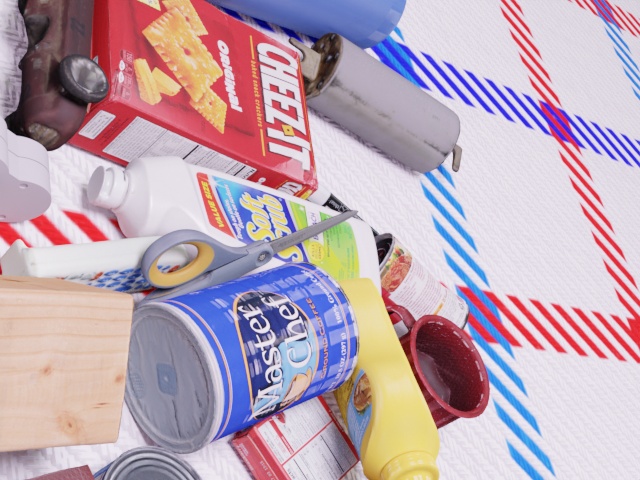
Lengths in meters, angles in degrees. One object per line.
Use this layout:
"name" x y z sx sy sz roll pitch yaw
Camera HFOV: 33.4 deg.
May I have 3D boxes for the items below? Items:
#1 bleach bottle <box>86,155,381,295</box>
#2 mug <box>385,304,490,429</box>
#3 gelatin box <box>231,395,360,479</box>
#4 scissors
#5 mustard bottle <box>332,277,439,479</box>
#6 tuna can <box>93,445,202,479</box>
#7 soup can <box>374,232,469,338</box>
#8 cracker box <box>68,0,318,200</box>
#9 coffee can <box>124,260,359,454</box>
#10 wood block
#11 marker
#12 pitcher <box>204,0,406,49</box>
"bleach bottle" -0.067 -0.001 0.851 0.250 0.068 0.102 19 52 -34
"mug" 0.075 0.111 0.898 0.093 0.082 0.117 -19 77 -53
"gelatin box" -0.017 0.158 0.802 0.073 0.030 0.089 56 35 2
"scissors" -0.055 0.001 0.786 0.201 0.096 0.016 -34 52 -19
"mustard bottle" 0.045 0.122 0.798 0.058 0.096 0.192 -5 40 -16
"tuna can" -0.111 0.177 0.679 0.086 0.034 0.086 28 43 -30
"soup can" 0.076 0.050 0.961 0.102 0.069 0.068 41 38 -18
"cracker box" -0.106 -0.126 0.899 0.213 0.072 0.164 22 47 -37
"coffee can" -0.056 0.078 0.749 0.140 0.103 0.103 -16 73 -45
"wood block" -0.214 0.063 0.580 0.205 0.091 0.090 6 91 -47
"marker" 0.036 -0.012 1.008 0.121 0.020 0.020 39 39 -20
"pitcher" -0.031 -0.279 1.075 0.242 0.145 0.149 12 65 -47
